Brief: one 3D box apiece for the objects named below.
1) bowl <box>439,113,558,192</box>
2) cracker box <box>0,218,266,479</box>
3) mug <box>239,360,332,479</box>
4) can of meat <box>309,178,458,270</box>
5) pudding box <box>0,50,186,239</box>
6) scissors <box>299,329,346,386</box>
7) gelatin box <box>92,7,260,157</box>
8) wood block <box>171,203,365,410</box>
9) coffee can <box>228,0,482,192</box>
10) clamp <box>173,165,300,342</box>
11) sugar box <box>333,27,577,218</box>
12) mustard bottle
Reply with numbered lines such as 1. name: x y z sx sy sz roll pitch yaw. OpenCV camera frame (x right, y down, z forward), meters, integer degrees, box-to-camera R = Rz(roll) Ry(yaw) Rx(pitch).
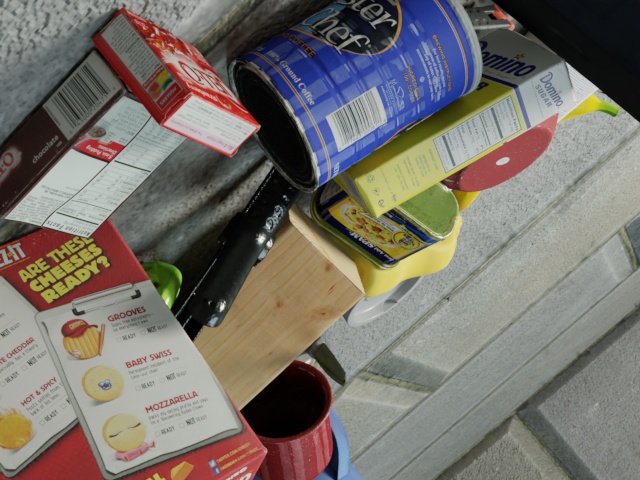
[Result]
1. bowl: 0.145 -0.090 0.911 0.162 0.055 0.162 -23 157 -10
2. cracker box: -0.163 0.102 0.695 0.163 0.214 0.072 -26 157 -30
3. mug: -0.044 0.168 0.968 0.093 0.117 0.081 -75 164 -44
4. can of meat: 0.056 -0.029 0.915 0.084 0.102 0.057 -30 -150 54
5. pudding box: -0.142 -0.055 0.659 0.113 0.039 0.090 -42 159 12
6. scissors: 0.007 0.075 0.903 0.096 0.016 0.202 -52 -163 -16
7. gelatin box: -0.082 -0.092 0.631 0.030 0.073 0.089 -44 158 13
8. wood block: -0.071 0.071 0.913 0.206 0.090 0.091 -43 -165 9
9. coffee can: 0.024 -0.111 0.725 0.140 0.103 0.103 -33 158 -15
10. clamp: -0.055 0.001 0.792 0.210 0.036 0.165 -57 -172 -19
11. sugar box: 0.089 -0.091 0.793 0.176 0.093 0.048 -33 124 -5
12. mustard bottle: 0.077 -0.002 1.039 0.191 0.096 0.058 -16 131 -46
